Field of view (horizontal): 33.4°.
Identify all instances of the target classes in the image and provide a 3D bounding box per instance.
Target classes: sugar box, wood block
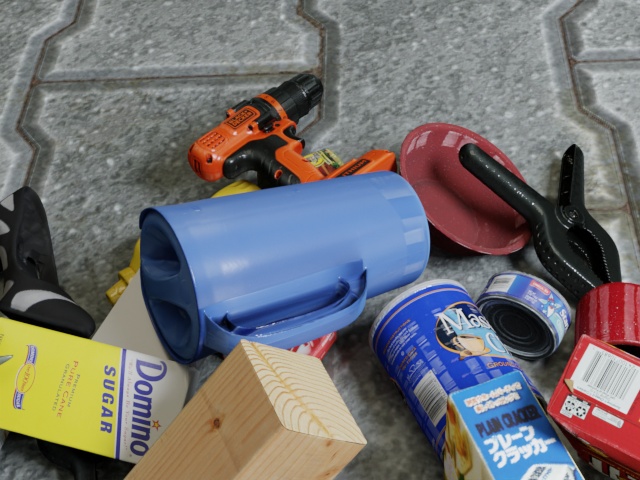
[{"bbox_3d":[-0.200,0.132,0.912,0.176,0.048,0.093,12,77,7],"label":"sugar box"},{"bbox_3d":[-0.075,0.185,0.820,0.206,0.090,0.091,-50,47,20],"label":"wood block"}]

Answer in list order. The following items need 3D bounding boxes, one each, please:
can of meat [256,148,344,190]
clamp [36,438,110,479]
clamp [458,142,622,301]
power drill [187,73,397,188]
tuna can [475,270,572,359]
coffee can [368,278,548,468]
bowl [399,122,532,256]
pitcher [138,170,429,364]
[{"bbox_3d":[-0.007,-0.045,1.129,0.083,0.057,0.102,-22,49,-18],"label":"can of meat"},{"bbox_3d":[-0.203,0.189,0.941,0.172,0.039,0.120,27,42,28],"label":"clamp"},{"bbox_3d":[0.247,-0.021,1.072,0.164,0.036,0.210,-11,60,-36],"label":"clamp"},{"bbox_3d":[-0.015,-0.093,1.098,0.188,0.057,0.184,31,56,31],"label":"power drill"},{"bbox_3d":[0.185,0.070,0.983,0.086,0.086,0.033,22,55,24],"label":"tuna can"},{"bbox_3d":[0.118,0.118,0.934,0.102,0.103,0.140,-20,49,-13],"label":"coffee can"},{"bbox_3d":[0.137,-0.041,1.085,0.162,0.055,0.162,17,50,-21],"label":"bowl"},{"bbox_3d":[-0.024,0.019,0.920,0.242,0.145,0.149,-14,81,-27],"label":"pitcher"}]
